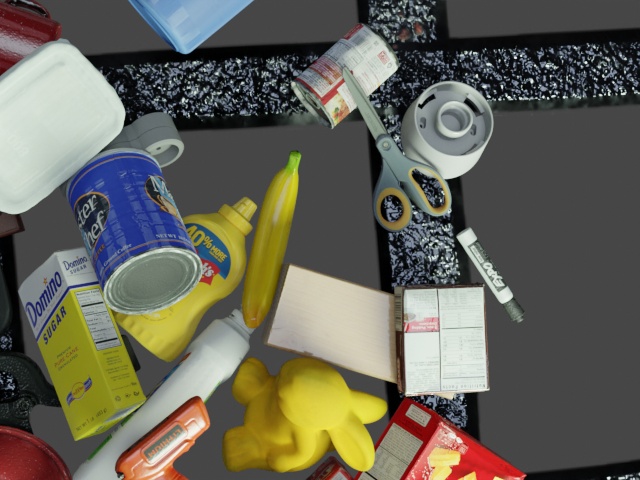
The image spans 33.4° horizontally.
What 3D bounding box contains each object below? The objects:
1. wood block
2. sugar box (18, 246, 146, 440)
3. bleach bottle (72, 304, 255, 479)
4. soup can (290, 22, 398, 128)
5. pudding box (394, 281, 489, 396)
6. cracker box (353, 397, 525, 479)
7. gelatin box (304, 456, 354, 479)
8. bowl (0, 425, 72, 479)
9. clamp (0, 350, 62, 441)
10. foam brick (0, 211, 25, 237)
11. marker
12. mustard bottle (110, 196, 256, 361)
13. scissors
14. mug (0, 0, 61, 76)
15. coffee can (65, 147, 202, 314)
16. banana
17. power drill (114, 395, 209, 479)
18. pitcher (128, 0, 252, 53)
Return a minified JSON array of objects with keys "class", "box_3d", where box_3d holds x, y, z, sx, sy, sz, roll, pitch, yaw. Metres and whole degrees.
[{"class":"wood block","box_3d":[0.049,0.097,1.153,0.206,0.090,0.091,17,87,-6]},{"class":"sugar box","box_3d":[-0.247,0.105,1.094,0.048,0.093,0.176,-13,72,-48]},{"class":"bleach bottle","box_3d":[-0.155,0.173,1.131,0.068,0.103,0.250,40,78,-2]},{"class":"soup can","box_3d":[0.027,-0.181,1.168,0.102,0.068,0.068,-42,94,-7]},{"class":"pudding box","box_3d":[0.124,0.101,1.098,0.090,0.039,0.113,-1,90,-8]},{"class":"cracker box","box_3d":[0.102,0.297,1.130,0.164,0.072,0.213,37,83,-37]},{"class":"gelatin box","box_3d":[-0.005,0.277,1.150,0.089,0.073,0.030,-44,94,-6]},{"class":"bowl","box_3d":[-0.337,0.272,1.093,0.162,0.055,0.162,-1,109,-2]},{"class":"clamp","box_3d":[-0.301,0.166,1.120,0.120,0.039,0.171,-44,111,-19]},{"class":"foam brick","box_3d":[-0.359,-0.024,1.124,0.078,0.051,0.053,-18,91,-7]},{"class":"marker","box_3d":[0.194,0.040,1.207,0.020,0.020,0.121,-34,93,-7]},{"class":"mustard bottle","box_3d":[-0.136,0.030,1.146,0.096,0.058,0.191,39,83,13]},{"class":"scissors","box_3d":[0.061,-0.088,1.166,0.096,0.016,0.201,-44,110,10]},{"class":"mug","box_3d":[-0.320,-0.211,1.123,0.081,0.093,0.117,18,50,-11]},{"class":"coffee can","box_3d":[-0.191,-0.010,1.088,0.102,0.103,0.140,-23,57,-7]},{"class":"banana","box_3d":[-0.056,0.003,1.147,0.037,0.069,0.198,10,75,5]},{"class":"power drill","box_3d":[-0.091,0.244,1.023,0.184,0.057,0.187,-37,90,-13]},{"class":"pitcher","box_3d":[-0.099,-0.322,1.135,0.243,0.149,0.145,-43,109,-3]}]
